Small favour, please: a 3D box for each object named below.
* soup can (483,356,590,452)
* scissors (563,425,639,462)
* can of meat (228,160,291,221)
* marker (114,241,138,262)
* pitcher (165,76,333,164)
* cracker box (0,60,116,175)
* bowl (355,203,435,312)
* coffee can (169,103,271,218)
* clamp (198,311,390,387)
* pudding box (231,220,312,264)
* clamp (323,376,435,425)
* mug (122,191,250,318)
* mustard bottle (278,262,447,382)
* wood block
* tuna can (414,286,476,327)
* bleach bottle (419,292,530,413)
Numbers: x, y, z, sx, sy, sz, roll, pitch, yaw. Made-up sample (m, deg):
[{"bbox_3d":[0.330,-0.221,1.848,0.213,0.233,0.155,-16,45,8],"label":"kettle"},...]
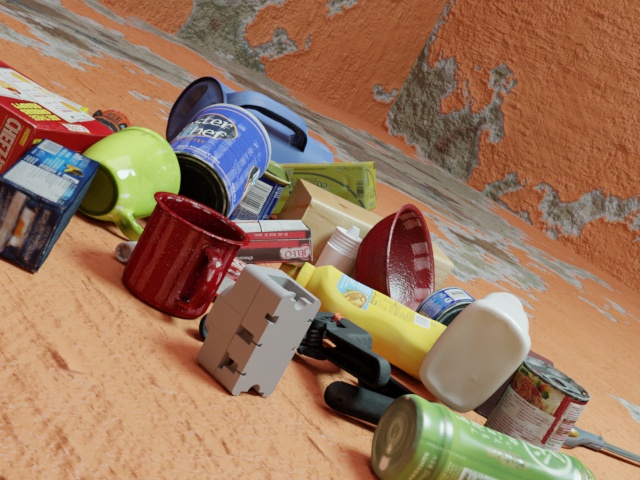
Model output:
[{"bbox_3d":[0.184,0.164,0.948,0.068,0.102,0.068,27,11,-6],"label":"soup can"},{"bbox_3d":[0.292,0.215,1.207,0.201,0.016,0.096,19,14,-40],"label":"scissors"},{"bbox_3d":[-0.083,-0.057,1.341,0.057,0.084,0.102,26,11,-12],"label":"can of meat"},{"bbox_3d":[-0.159,0.009,1.026,0.020,0.020,0.121,32,11,15],"label":"marker"},{"bbox_3d":[-0.090,-0.134,1.542,0.242,0.145,0.149,23,9,-40],"label":"pitcher"},{"bbox_3d":[-0.340,-0.134,1.097,0.214,0.072,0.164,32,12,15],"label":"cracker box"},{"bbox_3d":[0.082,0.038,1.235,0.055,0.162,0.161,-2,-2,25],"label":"bowl"},{"bbox_3d":[-0.124,-0.078,1.174,0.103,0.103,0.140,29,33,1],"label":"coffee can"},{"bbox_3d":[-0.015,0.085,0.961,0.164,0.036,0.210,15,4,5],"label":"clamp"},{"bbox_3d":[-0.058,0.001,1.131,0.090,0.039,0.113,-1,8,-5],"label":"pudding box"},{"bbox_3d":[0.083,0.156,0.908,0.172,0.039,0.120,26,15,24],"label":"clamp"},{"bbox_3d":[-0.115,0.019,0.922,0.093,0.081,0.117,21,13,-35],"label":"mug"},{"bbox_3d":[0.040,0.076,1.110,0.191,0.058,0.096,29,17,1],"label":"mustard bottle"},{"bbox_3d":[0.049,0.013,1.337,0.206,0.090,0.091,25,13,-19],"label":"wood block"},{"bbox_3d":[0.144,0.097,1.198,0.086,0.086,0.034,20,16,-38],"label":"tuna can"},{"bbox_3d":[0.163,0.088,1.029,0.068,0.103,0.250,42,16,8],"label":"bleach bottle"}]
